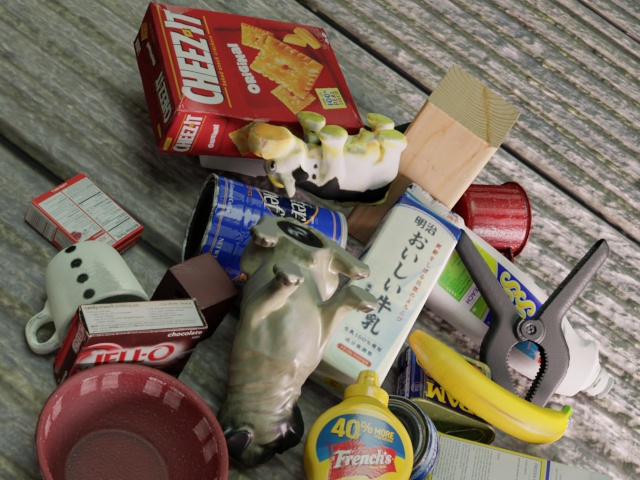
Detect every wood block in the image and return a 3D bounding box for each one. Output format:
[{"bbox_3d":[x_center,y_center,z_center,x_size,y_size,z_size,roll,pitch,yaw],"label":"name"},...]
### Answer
[{"bbox_3d":[0.118,-0.076,1.168,0.090,0.206,0.090,36,42,2],"label":"wood block"}]

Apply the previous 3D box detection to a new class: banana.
[{"bbox_3d":[0.169,0.152,1.037,0.197,0.037,0.069,29,19,-16],"label":"banana"}]

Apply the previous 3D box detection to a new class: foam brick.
[{"bbox_3d":[-0.121,0.059,0.999,0.051,0.078,0.053,-21,65,-43],"label":"foam brick"}]

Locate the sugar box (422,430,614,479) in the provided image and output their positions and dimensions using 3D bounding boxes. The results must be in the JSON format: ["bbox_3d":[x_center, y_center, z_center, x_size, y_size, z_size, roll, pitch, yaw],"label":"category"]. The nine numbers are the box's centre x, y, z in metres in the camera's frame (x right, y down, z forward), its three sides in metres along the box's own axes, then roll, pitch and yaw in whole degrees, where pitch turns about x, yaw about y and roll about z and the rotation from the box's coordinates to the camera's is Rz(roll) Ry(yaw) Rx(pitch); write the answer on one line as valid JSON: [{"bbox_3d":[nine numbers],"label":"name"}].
[{"bbox_3d":[0.181,0.246,0.999,0.176,0.048,0.093,16,44,6],"label":"sugar box"}]

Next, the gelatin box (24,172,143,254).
[{"bbox_3d":[-0.229,-0.016,1.038,0.089,0.030,0.073,41,42,8],"label":"gelatin box"}]

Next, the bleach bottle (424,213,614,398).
[{"bbox_3d":[0.217,0.083,1.174,0.251,0.068,0.102,35,76,0],"label":"bleach bottle"}]

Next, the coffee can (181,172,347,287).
[{"bbox_3d":[-0.057,0.001,1.071,0.140,0.103,0.103,17,45,-17],"label":"coffee can"}]

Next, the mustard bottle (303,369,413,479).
[{"bbox_3d":[0.031,0.200,0.928,0.096,0.058,0.191,11,55,-2],"label":"mustard bottle"}]

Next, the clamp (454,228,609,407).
[{"bbox_3d":[0.226,0.088,1.122,0.164,0.036,0.210,-3,87,-1],"label":"clamp"}]

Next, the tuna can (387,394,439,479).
[{"bbox_3d":[0.065,0.187,0.990,0.086,0.033,0.086,-9,60,15],"label":"tuna can"}]

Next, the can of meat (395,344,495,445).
[{"bbox_3d":[0.124,0.157,1.073,0.102,0.058,0.084,23,41,-12],"label":"can of meat"}]

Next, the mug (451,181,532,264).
[{"bbox_3d":[0.190,-0.014,1.247,0.081,0.093,0.117,1,63,-24],"label":"mug"}]

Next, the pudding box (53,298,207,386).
[{"bbox_3d":[-0.167,0.092,0.932,0.113,0.090,0.039,-4,53,-34],"label":"pudding box"}]

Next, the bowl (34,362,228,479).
[{"bbox_3d":[-0.160,0.182,0.880,0.162,0.055,0.162,16,45,-18],"label":"bowl"}]

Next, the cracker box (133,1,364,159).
[{"bbox_3d":[-0.077,-0.167,1.141,0.213,0.072,0.164,3,50,-28],"label":"cracker box"}]
